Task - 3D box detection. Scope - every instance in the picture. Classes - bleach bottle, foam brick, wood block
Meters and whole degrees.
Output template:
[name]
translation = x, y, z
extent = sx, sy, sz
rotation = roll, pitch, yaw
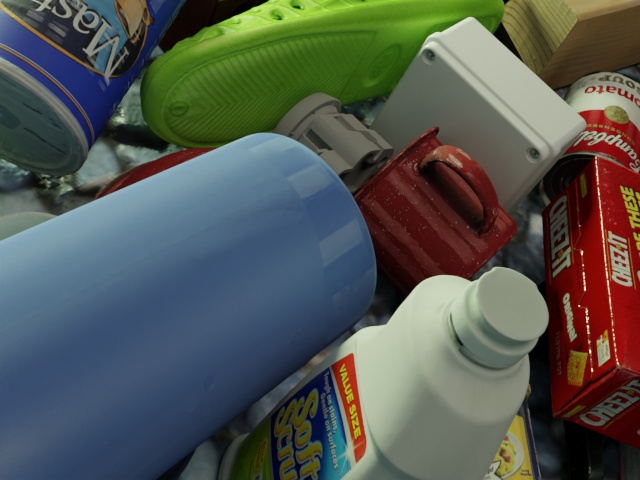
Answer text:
[bleach bottle]
translation = 0.020, 0.083, 0.459
extent = 0.068, 0.251, 0.102
rotation = 15, 51, -15
[foam brick]
translation = -0.073, -0.154, 0.704
extent = 0.052, 0.078, 0.051
rotation = -29, 72, -35
[wood block]
translation = 0.225, -0.195, 0.866
extent = 0.205, 0.091, 0.090
rotation = -20, 66, -35

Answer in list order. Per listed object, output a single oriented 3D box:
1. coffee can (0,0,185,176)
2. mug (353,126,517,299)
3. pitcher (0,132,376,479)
[coffee can]
translation = -0.147, -0.122, 0.608
extent = 0.103, 0.103, 0.140
rotation = 28, 64, -4
[mug]
translation = 0.070, -0.014, 0.647
extent = 0.081, 0.117, 0.093
rotation = 47, 57, 6
[pitcher]
translation = -0.092, 0.054, 0.471
extent = 0.242, 0.149, 0.145
rotation = -31, 87, -33
